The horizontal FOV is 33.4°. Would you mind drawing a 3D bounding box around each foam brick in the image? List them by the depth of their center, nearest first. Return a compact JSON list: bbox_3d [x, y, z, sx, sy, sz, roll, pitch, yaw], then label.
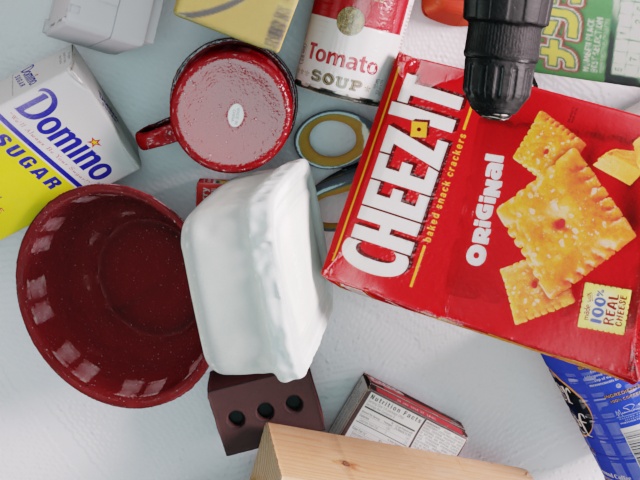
[{"bbox_3d":[-0.041,0.119,0.795,0.078,0.051,0.053,-16,102,1],"label":"foam brick"}]

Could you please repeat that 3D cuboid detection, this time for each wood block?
[{"bbox_3d":[0.054,0.203,0.755,0.206,0.091,0.090,13,103,-13],"label":"wood block"}]

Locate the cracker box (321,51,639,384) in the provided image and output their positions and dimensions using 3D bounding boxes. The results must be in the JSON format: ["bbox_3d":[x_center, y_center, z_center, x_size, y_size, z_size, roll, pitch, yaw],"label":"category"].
[{"bbox_3d":[0.128,-0.016,0.703,0.214,0.072,0.164,18,85,15],"label":"cracker box"}]

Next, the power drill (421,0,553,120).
[{"bbox_3d":[0.106,-0.173,0.670,0.057,0.187,0.184,6,100,-6],"label":"power drill"}]

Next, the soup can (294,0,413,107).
[{"bbox_3d":[0.025,-0.149,0.732,0.068,0.068,0.102,13,102,-6],"label":"soup can"}]

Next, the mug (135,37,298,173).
[{"bbox_3d":[-0.072,-0.088,0.733,0.117,0.081,0.093,-17,103,1],"label":"mug"}]

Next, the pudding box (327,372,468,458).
[{"bbox_3d":[0.046,0.171,0.819,0.090,0.039,0.113,29,98,-10],"label":"pudding box"}]

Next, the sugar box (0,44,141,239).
[{"bbox_3d":[-0.223,-0.053,0.738,0.176,0.048,0.093,-26,127,6],"label":"sugar box"}]

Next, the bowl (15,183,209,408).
[{"bbox_3d":[-0.132,0.034,0.755,0.162,0.055,0.162,5,106,19],"label":"bowl"}]

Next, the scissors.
[{"bbox_3d":[0.068,-0.080,0.776,0.201,0.016,0.096,-32,97,-2],"label":"scissors"}]
